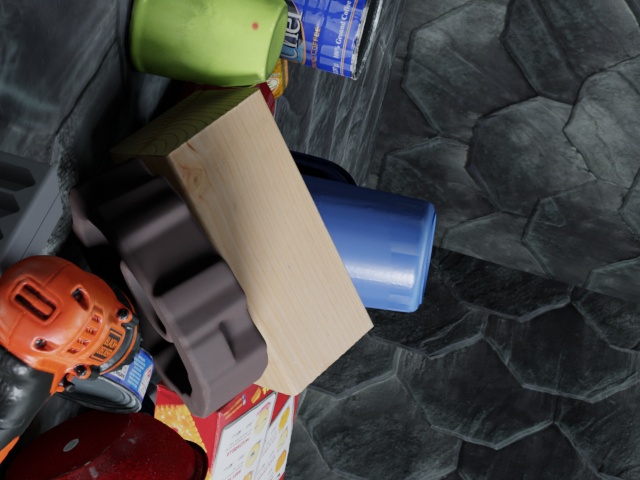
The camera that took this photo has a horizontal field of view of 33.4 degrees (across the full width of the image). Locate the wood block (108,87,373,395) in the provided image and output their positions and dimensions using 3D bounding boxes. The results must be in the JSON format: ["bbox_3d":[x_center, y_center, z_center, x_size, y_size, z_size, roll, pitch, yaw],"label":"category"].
[{"bbox_3d":[-0.056,0.001,0.786,0.090,0.090,0.206,-39,117,-27],"label":"wood block"}]

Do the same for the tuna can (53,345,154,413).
[{"bbox_3d":[-0.154,0.082,0.705,0.086,0.086,0.033,94,11,-64],"label":"tuna can"}]

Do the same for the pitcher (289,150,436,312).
[{"bbox_3d":[-0.013,-0.011,1.037,0.145,0.243,0.149,-20,119,-81],"label":"pitcher"}]

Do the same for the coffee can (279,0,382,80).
[{"bbox_3d":[-0.024,-0.203,0.901,0.103,0.140,0.103,17,89,-84],"label":"coffee can"}]

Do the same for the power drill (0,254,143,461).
[{"bbox_3d":[-0.163,0.096,0.541,0.187,0.057,0.184,-56,172,-9],"label":"power drill"}]

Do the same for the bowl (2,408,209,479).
[{"bbox_3d":[-0.160,0.161,0.727,0.162,0.162,0.055,-62,133,-65],"label":"bowl"}]

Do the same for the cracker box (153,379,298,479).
[{"bbox_3d":[-0.089,0.187,0.973,0.164,0.072,0.214,-40,147,-54],"label":"cracker box"}]
